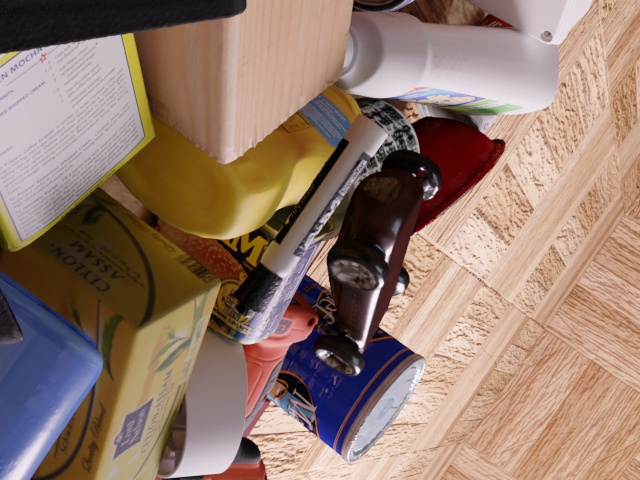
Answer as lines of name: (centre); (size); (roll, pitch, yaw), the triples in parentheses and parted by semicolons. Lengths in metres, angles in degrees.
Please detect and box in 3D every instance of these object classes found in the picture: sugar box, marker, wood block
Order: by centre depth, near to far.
sugar box: (-0.123, -0.079, 0.427); (0.093, 0.048, 0.176); (-45, 155, -25)
wood block: (-0.039, -0.145, 0.448); (0.090, 0.090, 0.206); (-42, 157, -31)
marker: (-0.007, -0.011, 0.554); (0.121, 0.020, 0.020); (-55, 161, 4)

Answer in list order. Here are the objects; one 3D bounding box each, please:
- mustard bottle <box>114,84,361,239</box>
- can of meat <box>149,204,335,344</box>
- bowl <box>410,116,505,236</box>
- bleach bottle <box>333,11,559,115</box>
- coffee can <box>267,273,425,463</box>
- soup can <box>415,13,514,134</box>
mustard bottle: (-0.029, -0.058, 0.605); (0.191, 0.096, 0.058); (-25, 145, -56)
can of meat: (-0.054, 0.001, 0.639); (0.057, 0.102, 0.084); (-24, 147, -57)
bowl: (0.066, -0.050, 0.849); (0.162, 0.055, 0.162); (-37, -171, 6)
bleach bottle: (0.068, -0.124, 0.744); (0.250, 0.103, 0.068); (-6, 97, -51)
coffee can: (-0.001, 0.096, 0.863); (0.102, 0.140, 0.103); (-46, 159, -24)
soup can: (0.138, -0.136, 0.915); (0.102, 0.068, 0.068); (-49, 160, -16)
